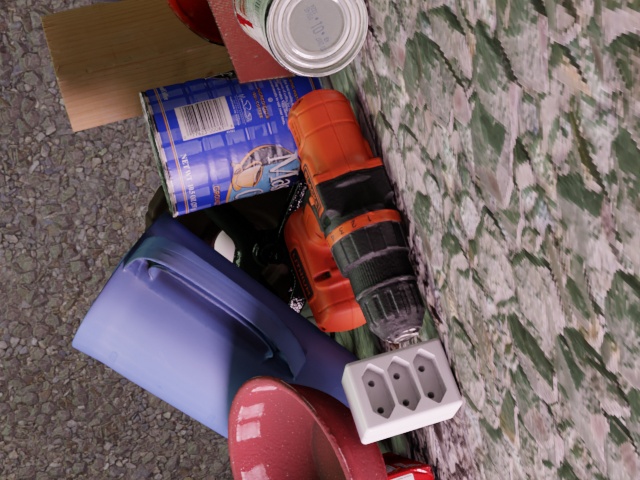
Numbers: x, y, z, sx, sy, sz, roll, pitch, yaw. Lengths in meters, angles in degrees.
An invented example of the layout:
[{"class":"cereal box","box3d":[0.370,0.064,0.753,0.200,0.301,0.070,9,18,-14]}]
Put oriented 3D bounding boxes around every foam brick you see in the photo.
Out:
[{"class":"foam brick","box3d":[-0.041,-0.162,0.783,0.053,0.051,0.078,-55,-46,-46]}]

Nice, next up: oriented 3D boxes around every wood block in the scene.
[{"class":"wood block","box3d":[-0.171,-0.195,1.102,0.090,0.206,0.091,92,160,-61]}]

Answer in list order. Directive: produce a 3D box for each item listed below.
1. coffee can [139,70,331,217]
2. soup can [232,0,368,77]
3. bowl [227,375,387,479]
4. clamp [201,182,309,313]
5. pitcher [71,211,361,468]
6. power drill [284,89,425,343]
[{"class":"coffee can","box3d":[-0.063,-0.085,0.850,0.103,0.140,0.103,165,90,-81]},{"class":"soup can","box3d":[-0.015,-0.150,0.695,0.102,0.068,0.068,-125,22,-63]},{"class":"bowl","box3d":[-0.001,0.167,0.761,0.162,0.055,0.162,25,122,48]},{"class":"clamp","box3d":[-0.056,0.001,0.970,0.039,0.120,0.171,-78,-13,-65]},{"class":"pitcher","box3d":[-0.066,0.091,0.860,0.243,0.145,0.149,34,-164,-1]},{"class":"power drill","box3d":[0.021,0.006,0.778,0.188,0.057,0.184,105,148,-68]}]
